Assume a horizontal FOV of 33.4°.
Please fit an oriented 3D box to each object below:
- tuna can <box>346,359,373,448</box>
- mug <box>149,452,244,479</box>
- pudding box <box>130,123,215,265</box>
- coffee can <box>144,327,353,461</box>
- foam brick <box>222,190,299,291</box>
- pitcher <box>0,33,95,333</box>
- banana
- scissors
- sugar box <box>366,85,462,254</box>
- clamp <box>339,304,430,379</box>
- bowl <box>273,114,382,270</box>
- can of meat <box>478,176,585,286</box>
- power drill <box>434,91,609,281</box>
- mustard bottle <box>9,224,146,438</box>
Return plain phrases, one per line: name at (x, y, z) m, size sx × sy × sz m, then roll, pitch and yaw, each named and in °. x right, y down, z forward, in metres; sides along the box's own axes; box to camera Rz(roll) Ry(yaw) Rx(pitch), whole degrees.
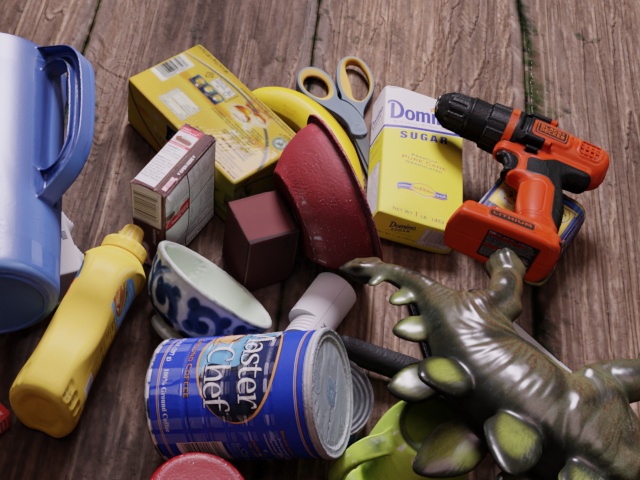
tuna can at (0.002, 0.142, 0.931) m, size 0.086 × 0.034 × 0.086 m, roll 5°, pitch 53°, yaw -7°
mug at (-0.106, 0.222, 0.820) m, size 0.117 × 0.082 × 0.093 m, roll -35°, pitch 67°, yaw -31°
pudding box at (-0.135, -0.038, 0.990) m, size 0.039 × 0.114 × 0.090 m, roll 26°, pitch 52°, yaw 12°
coffee can at (-0.055, 0.125, 0.857) m, size 0.140 × 0.102 × 0.102 m, roll -6°, pitch 50°, yaw 19°
foam brick at (-0.057, 0.001, 0.998) m, size 0.052 × 0.078 × 0.051 m, roll -16°, pitch 56°, yaw -23°
pitcher at (-0.269, -0.052, 0.897) m, size 0.144 × 0.149 × 0.243 m, roll 3°, pitch 54°, yaw -21°
banana at (-0.010, -0.105, 1.116) m, size 0.069 × 0.037 × 0.198 m, roll -46°, pitch 66°, yaw -4°
scissors at (0.021, -0.123, 1.145) m, size 0.096 × 0.016 × 0.201 m, roll 4°, pitch 55°, yaw -5°
sugar box at (0.098, -0.076, 1.098) m, size 0.093 × 0.048 × 0.176 m, roll 16°, pitch 54°, yaw -14°
clamp at (0.094, 0.120, 0.963) m, size 0.120 × 0.039 × 0.171 m, roll -27°, pitch 63°, yaw -26°
bowl at (-0.001, -0.033, 0.991) m, size 0.055 × 0.162 × 0.162 m, roll -24°, pitch 60°, yaw -10°
can of meat at (0.205, -0.017, 1.076) m, size 0.102 × 0.057 × 0.083 m, roll 33°, pitch 53°, yaw 14°
power drill at (0.179, -0.059, 1.028) m, size 0.184 × 0.057 × 0.187 m, roll 22°, pitch 48°, yaw 6°
mustard bottle at (-0.195, 0.065, 0.903) m, size 0.058 × 0.096 × 0.191 m, roll 21°, pitch 57°, yaw 2°
